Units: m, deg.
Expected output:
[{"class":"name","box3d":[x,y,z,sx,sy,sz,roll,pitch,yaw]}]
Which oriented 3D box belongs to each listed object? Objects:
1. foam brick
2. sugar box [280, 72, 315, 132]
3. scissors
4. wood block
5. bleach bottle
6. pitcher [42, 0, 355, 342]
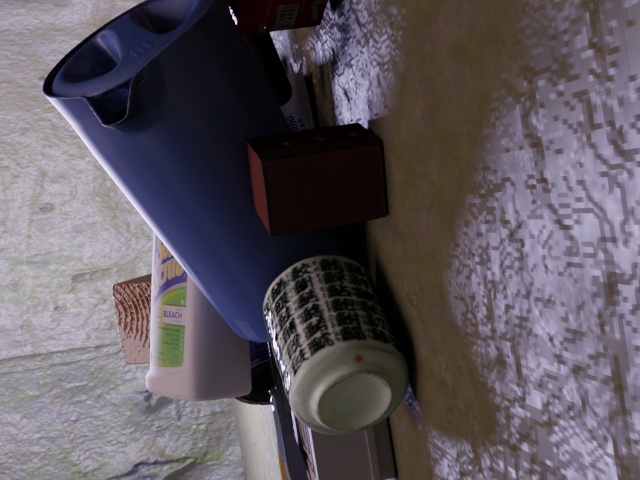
[{"class":"foam brick","box3d":[-0.002,-0.039,0.672,0.053,0.078,0.051,-127,29,-67]},{"class":"sugar box","box3d":[-0.037,-0.092,0.939,0.176,0.048,0.093,-163,60,-77]},{"class":"scissors","box3d":[-0.027,0.138,0.833,0.096,0.016,0.202,-131,33,-71]},{"class":"wood block","box3d":[-0.132,0.072,1.217,0.205,0.091,0.090,-17,-80,-60]},{"class":"bleach bottle","box3d":[-0.103,0.000,0.871,0.103,0.067,0.251,-2,90,57]},{"class":"pitcher","box3d":[-0.071,-0.053,0.754,0.145,0.149,0.242,15,143,52]}]
